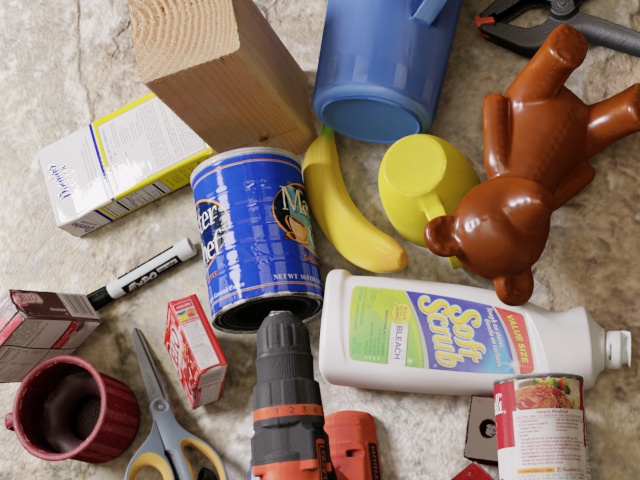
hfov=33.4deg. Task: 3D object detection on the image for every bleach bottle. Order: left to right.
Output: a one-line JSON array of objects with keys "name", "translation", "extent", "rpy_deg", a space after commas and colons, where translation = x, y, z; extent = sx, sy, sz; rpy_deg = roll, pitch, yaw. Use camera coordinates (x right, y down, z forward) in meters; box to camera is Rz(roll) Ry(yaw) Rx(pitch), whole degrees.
[{"name": "bleach bottle", "translation": [0.128, 0.078, 0.890], "extent": [0.251, 0.068, 0.102], "rpy_deg": [1, 72, 16]}]

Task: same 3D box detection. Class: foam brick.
[{"name": "foam brick", "translation": [0.160, 0.157, 0.858], "extent": [0.078, 0.051, 0.053], "rpy_deg": [4, 74, 19]}]

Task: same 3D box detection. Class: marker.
[{"name": "marker", "translation": [-0.175, 0.034, 1.026], "extent": [0.121, 0.020, 0.020], "rpy_deg": [-29, 66, 7]}]

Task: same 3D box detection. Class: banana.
[{"name": "banana", "translation": [0.022, -0.029, 0.951], "extent": [0.037, 0.070, 0.198], "rpy_deg": [-3, 46, -25]}]

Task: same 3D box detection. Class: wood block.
[{"name": "wood block", "translation": [-0.081, -0.147, 0.951], "extent": [0.091, 0.206, 0.090], "rpy_deg": [-16, 68, 12]}]

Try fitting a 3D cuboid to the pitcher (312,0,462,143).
[{"name": "pitcher", "translation": [0.071, -0.218, 0.949], "extent": [0.145, 0.149, 0.243], "rpy_deg": [5, 71, 18]}]

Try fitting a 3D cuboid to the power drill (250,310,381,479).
[{"name": "power drill", "translation": [-0.003, 0.160, 0.837], "extent": [0.057, 0.187, 0.184], "rpy_deg": [-9, 72, 17]}]

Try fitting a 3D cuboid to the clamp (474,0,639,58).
[{"name": "clamp", "translation": [0.228, -0.199, 0.960], "extent": [0.172, 0.039, 0.120], "rpy_deg": [-17, 64, 19]}]

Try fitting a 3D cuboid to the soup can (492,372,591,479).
[{"name": "soup can", "translation": [0.165, 0.154, 0.792], "extent": [0.069, 0.068, 0.102], "rpy_deg": [-6, 73, 16]}]

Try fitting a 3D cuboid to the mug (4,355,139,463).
[{"name": "mug", "translation": [-0.228, 0.160, 0.968], "extent": [0.117, 0.081, 0.093], "rpy_deg": [-14, 69, 13]}]

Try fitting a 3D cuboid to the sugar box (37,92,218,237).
[{"name": "sugar box", "translation": [-0.186, -0.082, 1.054], "extent": [0.176, 0.048, 0.093], "rpy_deg": [-25, 67, 13]}]

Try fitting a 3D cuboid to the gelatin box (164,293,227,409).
[{"name": "gelatin box", "translation": [-0.113, 0.100, 0.947], "extent": [0.030, 0.089, 0.073], "rpy_deg": [-18, 66, -20]}]

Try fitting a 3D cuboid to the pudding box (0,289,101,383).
[{"name": "pudding box", "translation": [-0.268, 0.089, 0.978], "extent": [0.090, 0.113, 0.039], "rpy_deg": [-46, 67, 14]}]

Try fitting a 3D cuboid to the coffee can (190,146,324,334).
[{"name": "coffee can", "translation": [-0.056, 0.001, 0.952], "extent": [0.103, 0.102, 0.140], "rpy_deg": [-16, 69, 13]}]

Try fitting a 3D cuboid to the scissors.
[{"name": "scissors", "translation": [-0.155, 0.163, 0.945], "extent": [0.096, 0.016, 0.202], "rpy_deg": [-22, 54, -31]}]
